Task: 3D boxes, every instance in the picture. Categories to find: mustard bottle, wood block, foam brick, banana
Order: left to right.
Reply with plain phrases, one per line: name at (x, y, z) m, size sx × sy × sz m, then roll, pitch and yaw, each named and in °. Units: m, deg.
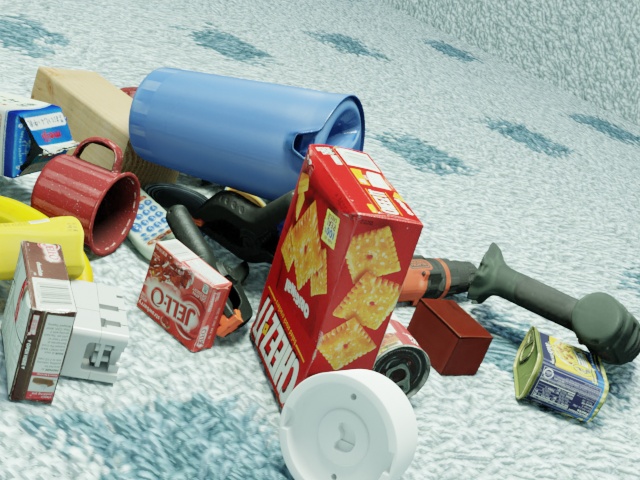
mustard bottle at (-0.310, 0.011, 0.942) m, size 0.191 × 0.058 × 0.096 m, roll -3°, pitch 5°, yaw -21°
banana at (-0.291, -0.001, 1.061) m, size 0.198 × 0.037 × 0.069 m, roll 26°, pitch 41°, yaw 17°
wood block at (-0.267, -0.130, 1.311) m, size 0.090 × 0.090 × 0.206 m, roll -4°, pitch 32°, yaw -47°
foam brick at (0.139, 0.105, 1.162) m, size 0.052 × 0.051 × 0.078 m, roll 5°, pitch 26°, yaw -36°

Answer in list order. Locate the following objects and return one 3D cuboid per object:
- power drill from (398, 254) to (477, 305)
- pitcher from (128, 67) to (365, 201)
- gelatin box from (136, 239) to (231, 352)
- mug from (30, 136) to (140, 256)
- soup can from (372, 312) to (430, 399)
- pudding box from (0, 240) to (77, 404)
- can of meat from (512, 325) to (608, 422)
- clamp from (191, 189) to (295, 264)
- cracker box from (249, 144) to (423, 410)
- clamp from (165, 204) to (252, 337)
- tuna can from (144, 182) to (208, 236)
power drill at (0.087, 0.012, 1.330) m, size 0.184 × 0.057 × 0.188 m, roll 0°, pitch 29°, yaw -42°
pitcher at (-0.078, -0.113, 1.167) m, size 0.243 × 0.149 × 0.144 m, roll 15°, pitch 48°, yaw 22°
gelatin box at (-0.131, 0.052, 1.018) m, size 0.089 × 0.073 × 0.030 m, roll 36°, pitch 27°, yaw 32°
mug at (-0.244, -0.052, 1.114) m, size 0.081 × 0.117 × 0.093 m, roll 22°, pitch 11°, yaw 16°
soup can at (0.058, 0.106, 1.064) m, size 0.068 × 0.068 × 0.102 m, roll 9°, pitch 24°, yaw -27°
pudding box at (-0.233, 0.065, 0.874) m, size 0.039 × 0.090 × 0.113 m, roll 9°, pitch 25°, yaw -23°
can of meat at (0.261, 0.147, 1.165) m, size 0.084 × 0.057 × 0.102 m, roll 22°, pitch 21°, yaw -1°
clamp at (-0.058, 0.001, 1.145) m, size 0.210 × 0.164 × 0.036 m, roll 12°, pitch 49°, yaw 45°
cracker box at (0.006, 0.039, 0.978) m, size 0.072 × 0.214 × 0.164 m, roll 10°, pitch 24°, yaw -21°
clamp at (-0.100, 0.043, 1.095) m, size 0.120 × 0.039 × 0.171 m, roll 33°, pitch 22°, yaw -39°
tuna can at (-0.168, -0.034, 1.245) m, size 0.086 × 0.034 × 0.086 m, roll 18°, pitch 21°, yaw -7°
